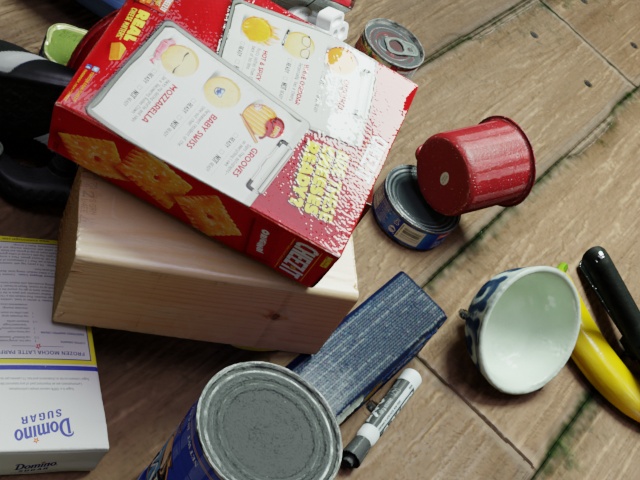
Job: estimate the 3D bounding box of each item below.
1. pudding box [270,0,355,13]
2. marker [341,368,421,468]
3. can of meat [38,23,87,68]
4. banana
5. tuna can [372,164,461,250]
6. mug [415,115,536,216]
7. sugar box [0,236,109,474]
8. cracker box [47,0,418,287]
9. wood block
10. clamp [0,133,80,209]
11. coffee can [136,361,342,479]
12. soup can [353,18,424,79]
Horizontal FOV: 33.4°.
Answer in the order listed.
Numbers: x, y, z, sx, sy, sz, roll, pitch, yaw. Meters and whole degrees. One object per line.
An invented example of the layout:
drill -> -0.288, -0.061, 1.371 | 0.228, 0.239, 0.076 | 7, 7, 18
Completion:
pudding box -> -0.018, -0.270, 1.142 | 0.090, 0.114, 0.039 | 18, 86, -20
marker -> 0.051, 0.149, 0.896 | 0.020, 0.020, 0.120 | 41, 44, 5
can of meat -> -0.202, -0.132, 0.929 | 0.102, 0.084, 0.057 | 15, 48, -21
banana -> 0.272, 0.100, 1.059 | 0.069, 0.037, 0.198 | -5, 57, -34
tuna can -> 0.095, -0.033, 1.064 | 0.086, 0.034, 0.086 | 17, 47, -19
mug -> 0.141, -0.075, 1.047 | 0.081, 0.093, 0.117 | -15, 32, -34
sugar box -> -0.213, 0.081, 0.774 | 0.093, 0.048, 0.176 | 5, 55, -30
cracker box -> -0.060, -0.088, 0.762 | 0.213, 0.072, 0.164 | 29, 61, -6
wood block -> -0.087, 0.016, 0.795 | 0.205, 0.091, 0.090 | 10, 52, -20
clamp -> -0.211, -0.047, 0.886 | 0.171, 0.039, 0.120 | 11, 45, -16
coffee can -> -0.061, 0.162, 0.730 | 0.102, 0.140, 0.103 | 17, 47, -19
soup can -> 0.053, -0.169, 1.103 | 0.068, 0.102, 0.068 | 17, 47, -19
